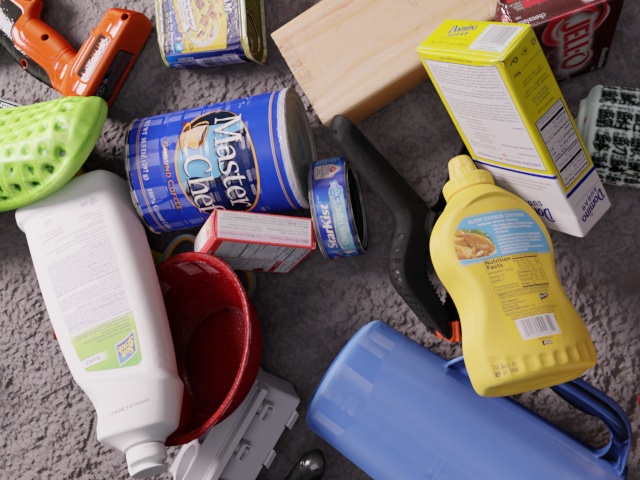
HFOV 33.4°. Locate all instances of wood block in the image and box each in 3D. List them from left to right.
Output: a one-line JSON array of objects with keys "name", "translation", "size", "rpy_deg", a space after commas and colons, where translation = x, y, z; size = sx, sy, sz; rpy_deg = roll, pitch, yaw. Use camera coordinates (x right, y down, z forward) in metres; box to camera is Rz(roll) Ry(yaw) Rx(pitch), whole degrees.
[{"name": "wood block", "translation": [0.076, -0.182, 0.877], "size": [0.206, 0.090, 0.090], "rpy_deg": [-31, 86, 11]}]

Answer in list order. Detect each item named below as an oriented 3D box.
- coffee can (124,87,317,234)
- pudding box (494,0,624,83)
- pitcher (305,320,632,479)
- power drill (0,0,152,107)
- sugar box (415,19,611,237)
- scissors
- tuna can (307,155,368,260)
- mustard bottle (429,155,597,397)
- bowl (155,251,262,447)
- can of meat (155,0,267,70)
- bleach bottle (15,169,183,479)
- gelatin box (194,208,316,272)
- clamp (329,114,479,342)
[{"name": "coffee can", "translation": [-0.081, -0.067, 0.908], "size": [0.140, 0.102, 0.103], "rpy_deg": [-10, 90, 12]}, {"name": "pudding box", "translation": [0.182, -0.161, 0.834], "size": [0.090, 0.113, 0.039], "rpy_deg": [-19, 71, 0]}, {"name": "pitcher", "translation": [0.118, 0.163, 0.861], "size": [0.243, 0.145, 0.149], "rpy_deg": [34, 61, 12]}, {"name": "power drill", "translation": [-0.248, -0.214, 0.965], "size": [0.188, 0.057, 0.184], "rpy_deg": [32, 101, 12]}, {"name": "sugar box", "translation": [0.151, -0.086, 0.820], "size": [0.048, 0.093, 0.176], "rpy_deg": [-47, 125, -16]}, {"name": "scissors", "translation": [-0.109, 0.091, 0.961], "size": [0.096, 0.016, 0.202], "rpy_deg": [4, 104, -2]}, {"name": "tuna can", "translation": [0.016, -0.028, 0.897], "size": [0.034, 0.086, 0.086], "rpy_deg": [-9, 90, 10]}, {"name": "mustard bottle", "translation": [0.136, 0.020, 0.822], "size": [0.096, 0.058, 0.191], "rpy_deg": [-9, 67, -19]}, {"name": "bowl", "translation": [-0.101, 0.093, 0.888], "size": [0.162, 0.055, 0.162], "rpy_deg": [-14, 67, 36]}, {"name": "can of meat", "translation": [-0.096, -0.201, 0.931], "size": [0.084, 0.057, 0.102], "rpy_deg": [-4, 90, 14]}, {"name": "bleach bottle", "translation": [-0.174, 0.072, 0.865], "size": [0.103, 0.068, 0.251], "rpy_deg": [-25, 65, 14]}, {"name": "gelatin box", "translation": [-0.056, 0.001, 0.901], "size": [0.089, 0.073, 0.030], "rpy_deg": [5, 70, -18]}, {"name": "clamp", "translation": [0.085, -0.018, 0.878], "size": [0.164, 0.036, 0.210], "rpy_deg": [-5, 98, -23]}]
